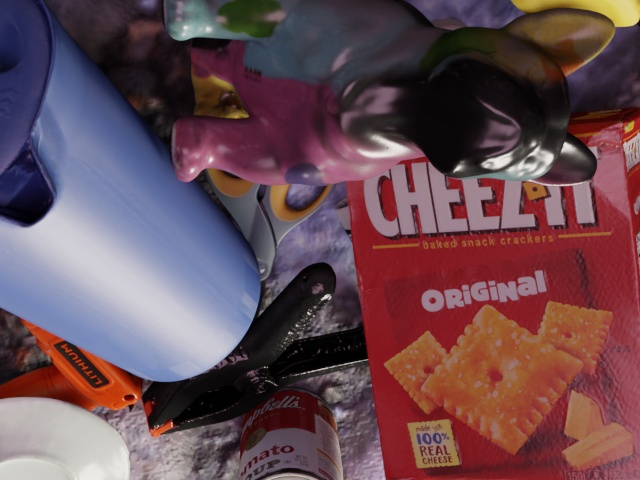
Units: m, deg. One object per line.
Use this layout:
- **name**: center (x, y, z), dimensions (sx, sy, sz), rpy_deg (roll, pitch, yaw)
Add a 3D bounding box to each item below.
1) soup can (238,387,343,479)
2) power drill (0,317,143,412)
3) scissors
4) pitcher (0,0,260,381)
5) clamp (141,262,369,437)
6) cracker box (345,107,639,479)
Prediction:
- **soup can**: center (-0.020, 0.150, 0.696), dimensions (0.068, 0.102, 0.068), rpy_deg (-1, 112, -2)
- **power drill**: center (-0.223, 0.090, 0.678), dimensions (0.188, 0.057, 0.184), rpy_deg (-30, 124, 12)
- **scissors**: center (-0.054, 0.001, 0.683), dimensions (0.096, 0.016, 0.202), rpy_deg (26, 112, -9)
- **pitcher**: center (-0.134, -0.019, 0.562), dimensions (0.145, 0.149, 0.242), rpy_deg (-10, 151, 20)
- **clamp**: center (-0.041, 0.072, 0.673), dimensions (0.171, 0.039, 0.120), rpy_deg (-25, 140, 2)
- **cracker box**: center (0.109, 0.039, 0.623), dimensions (0.164, 0.072, 0.214), rpy_deg (-4, 101, 25)
